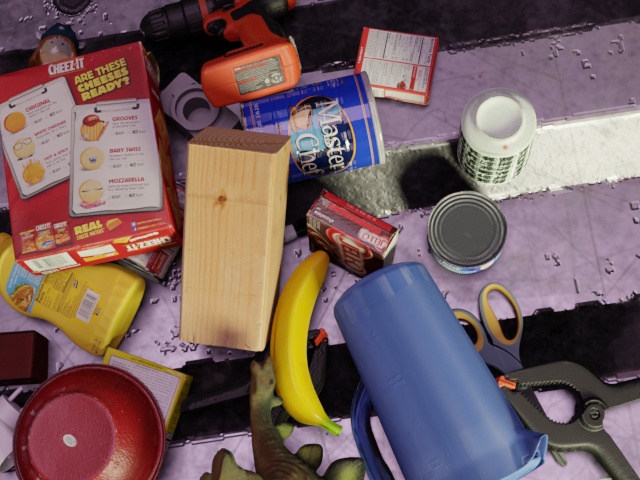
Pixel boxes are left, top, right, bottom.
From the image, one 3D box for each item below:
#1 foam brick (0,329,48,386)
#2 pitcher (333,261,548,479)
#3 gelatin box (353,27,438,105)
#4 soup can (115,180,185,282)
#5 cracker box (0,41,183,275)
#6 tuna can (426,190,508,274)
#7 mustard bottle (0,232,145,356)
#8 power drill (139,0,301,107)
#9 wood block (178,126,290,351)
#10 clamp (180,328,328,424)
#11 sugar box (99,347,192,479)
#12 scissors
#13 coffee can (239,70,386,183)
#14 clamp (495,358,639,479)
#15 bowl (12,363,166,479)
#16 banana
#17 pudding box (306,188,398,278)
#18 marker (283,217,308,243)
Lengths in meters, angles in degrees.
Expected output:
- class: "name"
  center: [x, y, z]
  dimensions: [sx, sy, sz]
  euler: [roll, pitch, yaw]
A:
- class: "foam brick"
  center: [-0.335, 0.127, 1.140]
  dimensions: [0.078, 0.053, 0.051]
  euler: [-4, 74, 4]
- class: "pitcher"
  center: [0.102, 0.153, 1.069]
  dimensions: [0.149, 0.145, 0.243]
  euler: [-22, 70, -15]
- class: "gelatin box"
  center: [0.085, -0.197, 1.209]
  dimensions: [0.089, 0.030, 0.073]
  euler: [10, 74, 7]
- class: "soup can"
  center: [-0.178, -0.014, 1.158]
  dimensions: [0.068, 0.068, 0.102]
  euler: [26, 78, 10]
- class: "cracker box"
  center: [-0.241, -0.083, 1.115]
  dimensions: [0.164, 0.072, 0.214]
  euler: [-13, 70, 2]
- class: "tuna can"
  center: [0.157, -0.008, 1.149]
  dimensions: [0.086, 0.034, 0.086]
  euler: [-1, 75, 4]
- class: "mustard bottle"
  center: [-0.291, 0.042, 1.155]
  dimensions: [0.192, 0.058, 0.096]
  euler: [27, 97, 11]
- class: "power drill"
  center: [-0.105, -0.223, 1.175]
  dimensions: [0.184, 0.057, 0.188]
  euler: [-18, 43, 0]
- class: "wood block"
  center: [-0.087, -0.002, 1.088]
  dimensions: [0.091, 0.090, 0.206]
  euler: [7, 108, 7]
- class: "clamp"
  center: [-0.047, 0.166, 1.114]
  dimensions: [0.171, 0.039, 0.120]
  euler: [-38, 90, -10]
- class: "sugar box"
  center: [-0.206, 0.210, 1.112]
  dimensions: [0.093, 0.048, 0.176]
  euler: [18, 80, 9]
- class: "scissors"
  center: [0.187, 0.143, 1.114]
  dimensions: [0.096, 0.016, 0.202]
  euler: [-11, 74, 1]
- class: "coffee can"
  center: [-0.008, -0.118, 1.156]
  dimensions: [0.140, 0.103, 0.103]
  euler: [-12, 74, 1]
- class: "clamp"
  center: [0.275, 0.187, 1.078]
  dimensions: [0.210, 0.036, 0.164]
  euler: [13, 76, 0]
- class: "bowl"
  center: [-0.239, 0.200, 1.064]
  dimensions: [0.162, 0.055, 0.162]
  euler: [-2, 76, 7]
- class: "banana"
  center: [-0.019, 0.104, 1.098]
  dimensions: [0.069, 0.037, 0.198]
  euler: [7, 70, -28]
- class: "pudding box"
  center: [0.033, -0.001, 1.115]
  dimensions: [0.090, 0.113, 0.039]
  euler: [30, 75, 11]
- class: "marker"
  center: [-0.058, 0.001, 1.170]
  dimensions: [0.121, 0.020, 0.020]
  euler: [-23, 74, -2]
